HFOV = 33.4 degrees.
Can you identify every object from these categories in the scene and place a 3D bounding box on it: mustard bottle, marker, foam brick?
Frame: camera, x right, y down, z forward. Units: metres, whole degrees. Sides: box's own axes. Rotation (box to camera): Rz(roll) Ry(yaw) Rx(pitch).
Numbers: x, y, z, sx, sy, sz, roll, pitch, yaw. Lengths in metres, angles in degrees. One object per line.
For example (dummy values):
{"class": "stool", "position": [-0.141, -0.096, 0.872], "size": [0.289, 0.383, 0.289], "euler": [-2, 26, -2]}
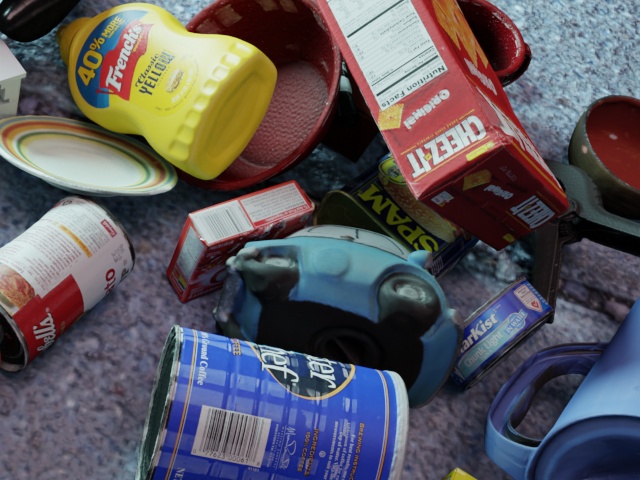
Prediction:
{"class": "mustard bottle", "position": [-0.126, -0.120, 0.769], "size": [0.192, 0.058, 0.096], "euler": [28, 87, 34]}
{"class": "marker", "position": [0.010, -0.134, 0.815], "size": [0.020, 0.020, 0.121], "euler": [1, 56, -21]}
{"class": "foam brick", "position": [0.015, -0.111, 0.849], "size": [0.078, 0.053, 0.051], "euler": [33, 51, 2]}

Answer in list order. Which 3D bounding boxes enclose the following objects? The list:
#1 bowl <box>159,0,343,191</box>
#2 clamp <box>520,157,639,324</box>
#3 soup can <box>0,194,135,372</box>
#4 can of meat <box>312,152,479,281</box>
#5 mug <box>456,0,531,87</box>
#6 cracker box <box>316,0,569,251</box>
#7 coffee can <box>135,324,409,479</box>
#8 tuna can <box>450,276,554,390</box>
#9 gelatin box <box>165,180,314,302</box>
{"class": "bowl", "position": [-0.045, -0.105, 0.786], "size": [0.055, 0.162, 0.162], "euler": [32, 32, -57]}
{"class": "clamp", "position": [0.183, -0.007, 0.827], "size": [0.120, 0.039, 0.172], "euler": [-25, 40, -12]}
{"class": "soup can", "position": [-0.174, 0.025, 0.668], "size": [0.068, 0.069, 0.102], "euler": [38, 51, 7]}
{"class": "can of meat", "position": [0.060, -0.010, 0.793], "size": [0.102, 0.058, 0.083], "euler": [44, 49, 11]}
{"class": "mug", "position": [0.122, -0.147, 0.897], "size": [0.117, 0.082, 0.093], "euler": [-6, 59, -25]}
{"class": "cracker box", "position": [0.079, -0.113, 0.737], "size": [0.164, 0.072, 0.214], "euler": [23, 38, -60]}
{"class": "coffee can", "position": [-0.030, 0.115, 0.637], "size": [0.140, 0.103, 0.103], "euler": [14, 52, -12]}
{"class": "tuna can", "position": [0.121, 0.065, 0.743], "size": [0.086, 0.086, 0.034], "euler": [-31, 73, -35]}
{"class": "gelatin box", "position": [-0.055, 0.001, 0.728], "size": [0.089, 0.073, 0.030], "euler": [-20, 66, -32]}
